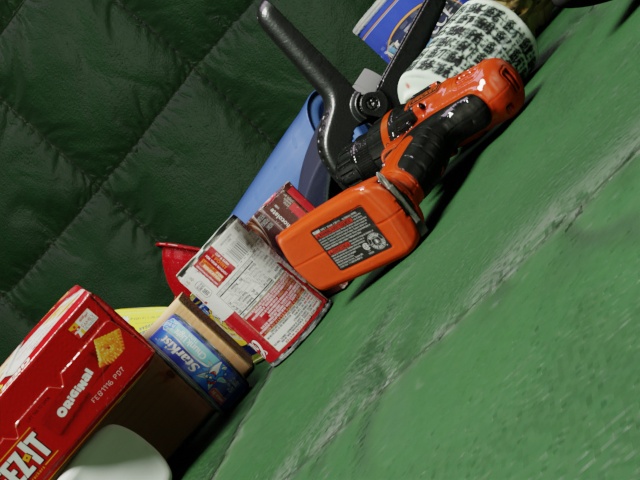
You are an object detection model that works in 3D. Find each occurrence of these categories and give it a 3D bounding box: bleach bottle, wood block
[{"bbox_3d":[-0.208,0.240,0.802,0.251,0.068,0.102,-47,3,38],"label":"bleach bottle"},{"bbox_3d":[-0.162,0.155,0.951,0.206,0.091,0.090,-47,4,-2],"label":"wood block"}]

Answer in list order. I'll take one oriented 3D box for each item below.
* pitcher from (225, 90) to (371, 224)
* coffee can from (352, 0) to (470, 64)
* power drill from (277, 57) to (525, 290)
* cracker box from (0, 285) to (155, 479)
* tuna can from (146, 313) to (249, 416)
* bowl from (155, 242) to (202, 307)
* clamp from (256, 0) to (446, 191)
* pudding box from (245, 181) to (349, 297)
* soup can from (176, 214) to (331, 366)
[{"bbox_3d":[-0.018,-0.040,1.205,0.149,0.145,0.243,-32,-14,-52],"label":"pitcher"},{"bbox_3d":[0.116,-0.192,1.026,0.103,0.140,0.103,-47,3,3],"label":"coffee can"},{"bbox_3d":[0.046,-0.046,0.770,0.185,0.057,0.187,-30,17,45],"label":"power drill"},{"bbox_3d":[-0.210,0.118,0.809,0.164,0.072,0.214,-50,11,-11],"label":"cracker box"},{"bbox_3d":[-0.097,0.098,0.844,0.033,0.086,0.086,-46,3,-11],"label":"tuna can"},{"bbox_3d":[-0.086,0.045,1.041,0.162,0.162,0.055,155,126,-81],"label":"bowl"},{"bbox_3d":[0.049,-0.120,0.909,0.164,0.210,0.036,-15,-2,-8],"label":"clamp"},{"bbox_3d":[-0.016,0.005,0.868,0.039,0.090,0.114,-47,3,-15],"label":"pudding box"},{"bbox_3d":[-0.051,0.038,0.815,0.068,0.102,0.068,-47,4,4],"label":"soup can"}]
